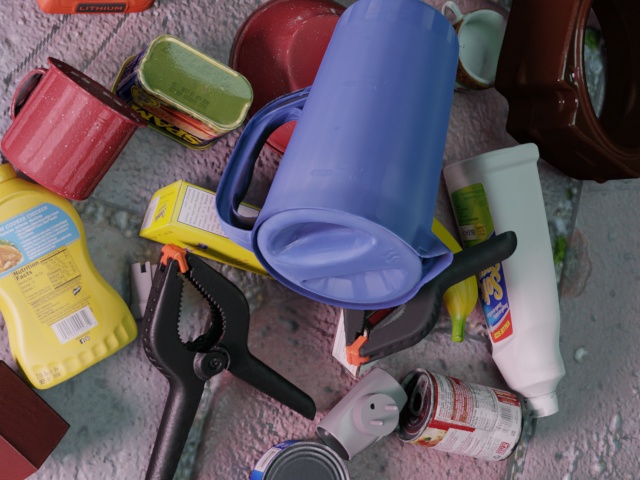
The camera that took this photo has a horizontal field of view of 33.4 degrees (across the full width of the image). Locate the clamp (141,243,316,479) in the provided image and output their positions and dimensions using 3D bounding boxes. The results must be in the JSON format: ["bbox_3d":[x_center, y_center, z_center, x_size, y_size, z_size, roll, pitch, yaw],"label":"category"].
[{"bbox_3d":[-0.101,0.105,0.881,0.164,0.036,0.210,-31,117,-22],"label":"clamp"}]

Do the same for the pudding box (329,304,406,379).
[{"bbox_3d":[0.056,0.064,0.938,0.090,0.113,0.039,-36,68,-22],"label":"pudding box"}]

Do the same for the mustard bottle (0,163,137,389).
[{"bbox_3d":[-0.229,0.014,0.845,0.096,0.058,0.191,-29,98,-25],"label":"mustard bottle"}]

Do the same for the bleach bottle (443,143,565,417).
[{"bbox_3d":[0.185,0.041,1.002,0.068,0.103,0.251,-14,90,-21],"label":"bleach bottle"}]

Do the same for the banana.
[{"bbox_3d":[0.088,0.001,0.992,0.198,0.037,0.069,49,45,-8],"label":"banana"}]

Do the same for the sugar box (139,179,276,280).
[{"bbox_3d":[-0.056,0.001,0.905,0.176,0.093,0.048,22,77,-20],"label":"sugar box"}]

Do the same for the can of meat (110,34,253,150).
[{"bbox_3d":[-0.115,-0.123,0.895,0.102,0.084,0.057,27,75,-20],"label":"can of meat"}]

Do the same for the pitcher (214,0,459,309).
[{"bbox_3d":[0.028,-0.079,0.850,0.149,0.145,0.242,32,54,-24],"label":"pitcher"}]

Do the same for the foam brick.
[{"bbox_3d":[-0.243,0.142,0.820,0.078,0.053,0.051,48,37,-13],"label":"foam brick"}]

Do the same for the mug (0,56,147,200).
[{"bbox_3d":[-0.206,-0.092,0.849,0.117,0.093,0.081,39,97,25],"label":"mug"}]

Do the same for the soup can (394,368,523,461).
[{"bbox_3d":[0.127,0.162,0.985,0.102,0.069,0.068,16,79,-22],"label":"soup can"}]

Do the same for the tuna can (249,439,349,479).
[{"bbox_3d":[-0.019,0.218,0.933,0.086,0.034,0.086,2,84,-24],"label":"tuna can"}]

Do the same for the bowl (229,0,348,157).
[{"bbox_3d":[0.002,-0.152,0.966,0.161,0.055,0.162,3,84,-24],"label":"bowl"}]

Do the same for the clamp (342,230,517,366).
[{"bbox_3d":[0.081,0.033,0.866,0.120,0.039,0.171,18,67,22],"label":"clamp"}]
